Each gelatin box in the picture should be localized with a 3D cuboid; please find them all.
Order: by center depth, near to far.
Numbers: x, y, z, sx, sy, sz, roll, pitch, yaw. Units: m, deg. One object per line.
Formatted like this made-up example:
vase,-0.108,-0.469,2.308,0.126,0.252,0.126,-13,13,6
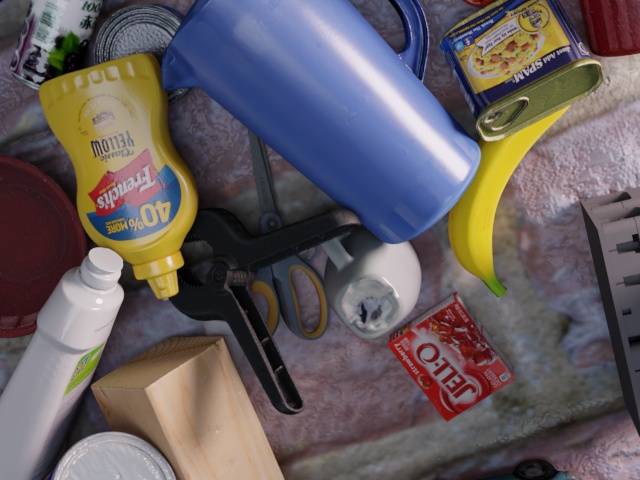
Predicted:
gelatin box,0.113,0.101,0.917,0.073,0.030,0.089,-35,98,14

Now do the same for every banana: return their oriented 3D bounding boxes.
banana,0.149,-0.053,0.873,0.069,0.037,0.198,13,108,-17

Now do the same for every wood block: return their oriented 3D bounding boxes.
wood block,-0.100,0.194,0.916,0.091,0.090,0.206,-7,110,49

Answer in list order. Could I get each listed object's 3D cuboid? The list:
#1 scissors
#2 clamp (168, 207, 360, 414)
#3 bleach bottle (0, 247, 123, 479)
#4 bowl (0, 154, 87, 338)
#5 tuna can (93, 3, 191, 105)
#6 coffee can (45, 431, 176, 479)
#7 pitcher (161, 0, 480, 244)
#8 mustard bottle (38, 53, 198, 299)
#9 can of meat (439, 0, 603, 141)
scissors,-0.056,0.001,0.901,0.096,0.016,0.202,-28,102,-18
clamp,-0.070,0.039,0.864,0.210,0.036,0.164,14,93,36
bleach bottle,-0.219,0.104,0.891,0.068,0.102,0.251,31,119,0
bowl,-0.272,0.000,0.923,0.162,0.055,0.162,2,105,6
tuna can,-0.140,-0.152,0.879,0.086,0.033,0.086,2,105,6
coffee can,-0.187,0.228,0.877,0.103,0.102,0.141,38,141,-4
pitcher,0.013,-0.120,0.820,0.242,0.144,0.149,42,131,-13
mustard bottle,-0.150,-0.046,0.852,0.096,0.058,0.191,-16,98,5
can of meat,0.152,-0.138,0.821,0.102,0.057,0.084,-27,67,12
